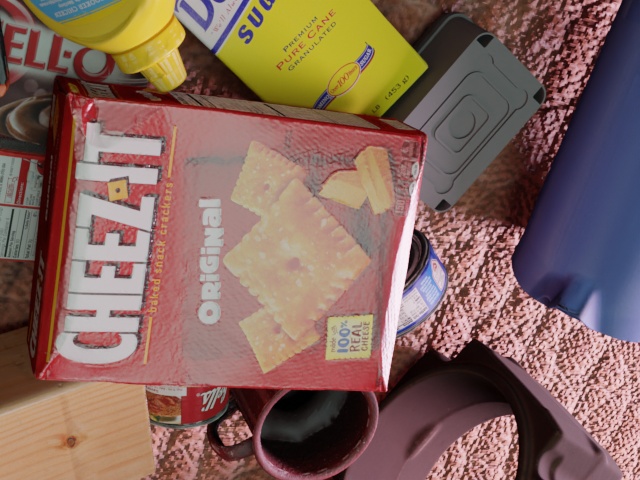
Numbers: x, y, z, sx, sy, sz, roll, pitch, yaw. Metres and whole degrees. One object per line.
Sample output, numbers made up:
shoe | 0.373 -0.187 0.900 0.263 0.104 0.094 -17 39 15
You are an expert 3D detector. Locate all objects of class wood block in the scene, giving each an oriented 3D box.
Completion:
wood block | -0.218 0.125 0.661 0.205 0.090 0.091 -17 120 -27

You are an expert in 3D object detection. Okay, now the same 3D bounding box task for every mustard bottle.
mustard bottle | -0.124 -0.157 0.538 0.096 0.058 0.191 -13 123 30

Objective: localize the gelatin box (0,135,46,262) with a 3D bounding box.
gelatin box | -0.166 -0.024 0.664 0.089 0.030 0.073 5 115 -25

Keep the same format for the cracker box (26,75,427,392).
cracker box | -0.054 0.001 0.627 0.213 0.072 0.164 5 103 -20

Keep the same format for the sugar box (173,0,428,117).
sugar box | -0.023 -0.136 0.656 0.093 0.048 0.176 -46 125 5

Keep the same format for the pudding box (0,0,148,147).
pudding box | -0.158 -0.103 0.620 0.113 0.039 0.090 14 109 -28

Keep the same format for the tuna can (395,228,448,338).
tuna can | 0.044 0.029 0.746 0.086 0.086 0.033 -35 122 -3

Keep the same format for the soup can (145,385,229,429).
soup can | -0.094 0.065 0.717 0.068 0.069 0.102 -6 117 -20

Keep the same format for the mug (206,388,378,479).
mug | -0.027 0.118 0.764 0.117 0.082 0.093 -28 123 -7
